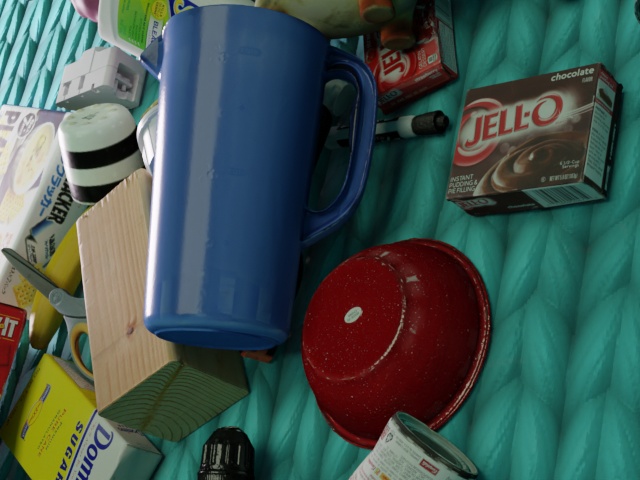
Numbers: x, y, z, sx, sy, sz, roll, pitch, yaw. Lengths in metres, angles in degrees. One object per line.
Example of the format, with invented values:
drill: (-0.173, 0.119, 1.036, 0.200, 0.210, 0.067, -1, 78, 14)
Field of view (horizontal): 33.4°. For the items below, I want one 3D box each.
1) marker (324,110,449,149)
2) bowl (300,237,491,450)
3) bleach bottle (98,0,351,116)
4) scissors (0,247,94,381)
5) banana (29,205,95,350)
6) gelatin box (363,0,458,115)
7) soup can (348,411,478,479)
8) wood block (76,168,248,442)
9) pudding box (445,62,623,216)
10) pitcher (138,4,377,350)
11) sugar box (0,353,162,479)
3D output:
marker: (0.052, -0.089, 0.857, 0.121, 0.020, 0.020, -3, 66, 43)
bowl: (0.039, 0.064, 0.760, 0.162, 0.055, 0.162, -22, 54, 34)
bleach bottle: (-0.081, -0.179, 0.943, 0.251, 0.068, 0.103, 28, 119, 23)
scissors: (-0.230, 0.048, 1.016, 0.096, 0.016, 0.202, -41, 62, 6)
banana: (-0.237, 0.018, 1.061, 0.198, 0.037, 0.070, -50, 42, 12)
gelatin box: (0.071, -0.156, 0.867, 0.073, 0.030, 0.089, -23, 54, 34)
soup can: (0.045, 0.170, 0.687, 0.102, 0.068, 0.069, -55, 43, 5)
wood block: (-0.140, 0.053, 0.911, 0.091, 0.090, 0.206, -36, 47, 23)
pudding box: (0.147, -0.068, 0.740, 0.114, 0.039, 0.090, -5, 65, 42)
pitcher: (-0.056, -0.043, 0.804, 0.149, 0.144, 0.243, -10, 70, 47)
sugar box: (-0.217, 0.181, 0.947, 0.176, 0.048, 0.093, 31, 92, 49)
